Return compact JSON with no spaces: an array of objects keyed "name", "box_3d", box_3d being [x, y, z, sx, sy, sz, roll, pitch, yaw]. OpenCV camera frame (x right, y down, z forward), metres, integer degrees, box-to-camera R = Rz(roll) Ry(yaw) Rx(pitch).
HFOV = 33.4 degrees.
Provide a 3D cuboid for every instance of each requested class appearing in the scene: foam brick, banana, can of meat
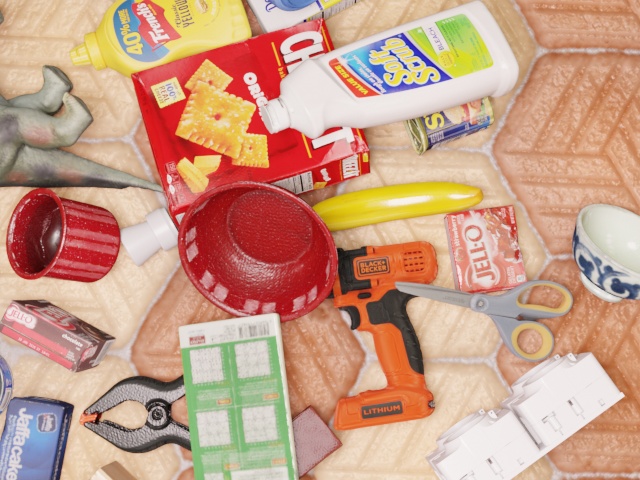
[{"name":"foam brick","box_3d":[-0.024,0.212,1.092,0.078,0.051,0.053,-37,84,-5]},{"name":"banana","box_3d":[0.068,-0.033,1.119,0.197,0.070,0.037,-11,112,-7]},{"name":"can of meat","box_3d":[0.128,-0.153,1.139,0.084,0.057,0.102,-20,84,-6]}]

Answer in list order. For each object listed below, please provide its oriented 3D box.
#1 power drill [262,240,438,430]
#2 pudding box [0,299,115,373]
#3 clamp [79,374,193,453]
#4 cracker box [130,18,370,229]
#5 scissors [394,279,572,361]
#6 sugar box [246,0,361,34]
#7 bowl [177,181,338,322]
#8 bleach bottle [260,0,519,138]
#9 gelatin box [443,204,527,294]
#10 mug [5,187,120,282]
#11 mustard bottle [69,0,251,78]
[{"name":"power drill","box_3d":[0.039,0.099,1.104,0.184,0.057,0.187,-8,84,6]},{"name":"pudding box","box_3d":[-0.264,0.094,1.073,0.090,0.113,0.039,29,86,3]},{"name":"clamp","box_3d":[-0.160,0.168,1.103,0.171,0.039,0.120,5,78,-1]},{"name":"cracker box","box_3d":[-0.072,-0.123,1.113,0.213,0.072,0.164,-17,73,-2]},{"name":"scissors","box_3d":[0.168,0.083,1.096,0.201,0.016,0.096,-3,101,-18]},{"name":"sugar box","box_3d":[0.002,-0.293,1.162,0.176,0.048,0.093,-28,82,-1]},{"name":"bowl","box_3d":[-0.057,0.001,1.057,0.162,0.055,0.162,6,123,10]},{"name":"bleach bottle","box_3d":[0.064,-0.154,1.058,0.250,0.068,0.102,-22,76,-14]},{"name":"gelatin box","box_3d":[0.174,0.011,1.131,0.073,0.030,0.089,-8,82,-2]},{"name":"mug","box_3d":[-0.267,-0.006,1.095,0.117,0.081,0.093,33,102,37]},{"name":"mustard bottle","box_3d":[-0.175,-0.223,1.143,0.191,0.058,0.096,-18,77,-2]}]
